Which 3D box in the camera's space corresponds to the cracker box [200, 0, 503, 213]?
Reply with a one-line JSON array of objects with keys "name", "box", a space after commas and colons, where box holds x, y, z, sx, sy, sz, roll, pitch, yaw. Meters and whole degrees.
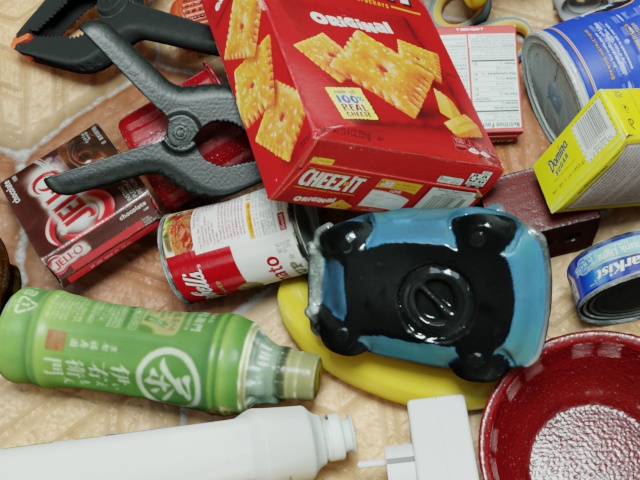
[{"name": "cracker box", "box": [0.018, -0.121, 0.747, 0.163, 0.072, 0.214, 6, 51, -35]}]

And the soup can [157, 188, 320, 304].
[{"name": "soup can", "box": [-0.055, 0.001, 0.760, 0.102, 0.068, 0.068, -15, 65, 15]}]

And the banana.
[{"name": "banana", "box": [0.040, 0.074, 0.748, 0.198, 0.037, 0.069, 31, 73, 17]}]

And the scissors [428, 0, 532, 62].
[{"name": "scissors", "box": [0.069, -0.150, 0.855, 0.201, 0.016, 0.096, -16, 68, -2]}]

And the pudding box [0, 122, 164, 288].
[{"name": "pudding box", "box": [-0.178, -0.028, 0.794, 0.090, 0.039, 0.114, -33, 43, -10]}]

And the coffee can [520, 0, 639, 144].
[{"name": "coffee can", "box": [0.233, -0.128, 0.782, 0.140, 0.103, 0.103, -22, 66, -5]}]

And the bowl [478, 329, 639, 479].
[{"name": "bowl", "box": [0.182, 0.142, 0.693, 0.162, 0.055, 0.162, -2, 66, 5]}]

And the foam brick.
[{"name": "foam brick", "box": [0.153, -0.018, 0.768, 0.078, 0.053, 0.051, -14, 66, 0]}]

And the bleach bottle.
[{"name": "bleach bottle", "box": [-0.102, 0.152, 0.705, 0.250, 0.102, 0.068, -10, 74, -6]}]

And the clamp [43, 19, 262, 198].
[{"name": "clamp", "box": [-0.100, -0.085, 0.734, 0.171, 0.039, 0.120, 4, 101, -9]}]

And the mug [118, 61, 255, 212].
[{"name": "mug", "box": [-0.101, -0.079, 0.809, 0.081, 0.093, 0.117, -31, 36, -3]}]

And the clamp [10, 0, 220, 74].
[{"name": "clamp", "box": [-0.152, -0.180, 0.844, 0.210, 0.036, 0.164, -25, 64, 17]}]

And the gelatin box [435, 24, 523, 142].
[{"name": "gelatin box", "box": [0.115, -0.119, 0.819, 0.073, 0.030, 0.089, -2, 79, 0]}]
